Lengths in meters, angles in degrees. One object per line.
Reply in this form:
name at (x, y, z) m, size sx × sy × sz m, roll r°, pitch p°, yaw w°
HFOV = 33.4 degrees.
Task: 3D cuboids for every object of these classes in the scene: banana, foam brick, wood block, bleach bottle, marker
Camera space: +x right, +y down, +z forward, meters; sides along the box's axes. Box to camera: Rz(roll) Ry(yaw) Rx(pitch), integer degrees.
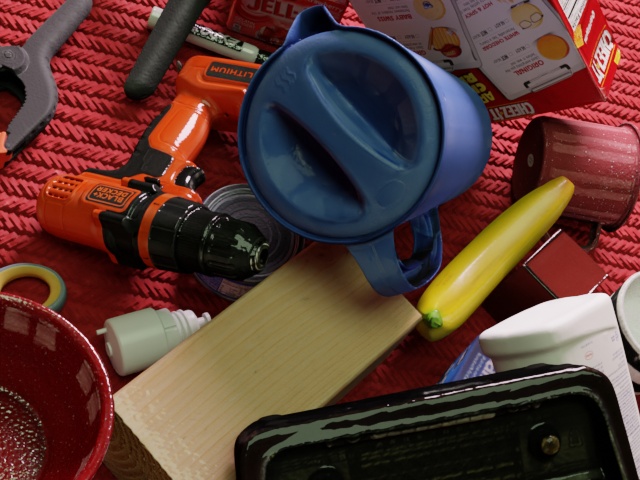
banana at (0.125, 0.020, 0.801) m, size 0.037 × 0.070 × 0.197 m, roll 52°, pitch 54°, yaw -7°
foam brick at (0.172, 0.039, 0.823) m, size 0.051 × 0.078 × 0.052 m, roll 46°, pitch 60°, yaw 9°
wood block at (-0.042, 0.094, 0.714) m, size 0.091 × 0.090 × 0.205 m, roll 47°, pitch 58°, yaw 9°
bleach bottle at (0.186, 0.168, 0.724) m, size 0.102 × 0.068 × 0.251 m, roll -18°, pitch 93°, yaw -45°
marker at (-0.084, -0.163, 0.883) m, size 0.121 × 0.020 × 0.020 m, roll 20°, pitch 58°, yaw -7°

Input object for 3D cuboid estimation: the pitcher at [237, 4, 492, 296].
pitcher at (0.050, -0.063, 0.752) m, size 0.145 × 0.149 × 0.242 m, roll 29°, pitch 14°, yaw 15°

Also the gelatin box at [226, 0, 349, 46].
gelatin box at (-0.027, -0.194, 0.887) m, size 0.089 × 0.073 × 0.030 m, roll 17°, pitch 58°, yaw -9°

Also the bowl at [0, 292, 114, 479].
bowl at (-0.203, 0.109, 0.619) m, size 0.162 × 0.055 × 0.162 m, roll 8°, pitch 52°, yaw -11°

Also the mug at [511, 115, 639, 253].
mug at (0.208, -0.046, 0.883) m, size 0.081 × 0.093 × 0.117 m, roll 8°, pitch 87°, yaw -9°

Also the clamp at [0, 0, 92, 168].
clamp at (-0.228, -0.135, 0.809) m, size 0.120 × 0.039 × 0.171 m, roll -5°, pitch 70°, yaw -16°

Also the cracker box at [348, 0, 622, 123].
cracker box at (0.114, -0.193, 0.827) m, size 0.213 × 0.164 × 0.072 m, roll 52°, pitch 50°, yaw -30°

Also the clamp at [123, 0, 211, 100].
clamp at (-0.101, -0.230, 0.846) m, size 0.210 × 0.036 × 0.165 m, roll -35°, pitch 69°, yaw 11°

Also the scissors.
scissors at (-0.259, 0.040, 0.715) m, size 0.201 × 0.016 × 0.096 m, roll 19°, pitch 56°, yaw -8°

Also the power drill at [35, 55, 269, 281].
power drill at (-0.084, -0.054, 0.763) m, size 0.185 × 0.057 × 0.187 m, roll 14°, pitch 48°, yaw 26°

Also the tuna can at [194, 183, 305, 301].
tuna can at (-0.055, 0.001, 0.794) m, size 0.086 × 0.034 × 0.086 m, roll 8°, pitch 60°, yaw -14°
